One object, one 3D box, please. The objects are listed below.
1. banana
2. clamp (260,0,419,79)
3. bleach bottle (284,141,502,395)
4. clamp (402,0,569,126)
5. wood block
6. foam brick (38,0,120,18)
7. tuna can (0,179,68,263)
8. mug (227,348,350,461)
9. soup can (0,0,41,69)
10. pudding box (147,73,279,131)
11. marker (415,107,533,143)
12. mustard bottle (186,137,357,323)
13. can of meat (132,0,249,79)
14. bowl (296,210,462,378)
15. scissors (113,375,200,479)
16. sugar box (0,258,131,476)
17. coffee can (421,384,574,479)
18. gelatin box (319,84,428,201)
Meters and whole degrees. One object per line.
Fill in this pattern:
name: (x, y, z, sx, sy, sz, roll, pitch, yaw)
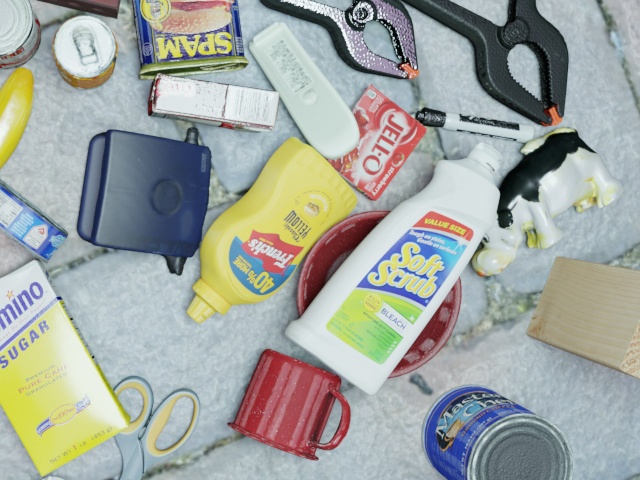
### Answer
banana: (-0.326, -0.075, 0.963, 0.197, 0.037, 0.069, -37, 101, -7)
clamp: (0.024, -0.215, 1.025, 0.120, 0.039, 0.171, -34, 101, 4)
bleach bottle: (0.079, 0.013, 0.979, 0.102, 0.068, 0.251, 37, 84, -11)
clamp: (0.175, -0.204, 1.056, 0.164, 0.036, 0.210, -22, 97, -5)
wood block: (0.287, 0.078, 1.006, 0.090, 0.206, 0.091, 21, 89, -12)
foam brick: (-0.218, -0.238, 0.968, 0.078, 0.053, 0.051, 11, 91, -11)
tuna can: (-0.268, -0.019, 0.953, 0.086, 0.086, 0.033, 40, 83, -11)
mug: (-0.021, 0.156, 1.001, 0.093, 0.117, 0.081, 30, 80, -51)
soup can: (-0.281, -0.188, 0.933, 0.068, 0.102, 0.068, -1, 93, -11)
pudding box: (-0.100, -0.125, 0.979, 0.113, 0.090, 0.039, 9, 93, -12)
marker: (0.153, -0.115, 1.065, 0.121, 0.020, 0.020, 8, 91, -12)
mustard bottle: (-0.056, 0.001, 1.004, 0.191, 0.058, 0.096, -48, 131, -4)
can of meat: (-0.122, -0.198, 0.988, 0.102, 0.057, 0.084, -7, 92, -11)
bowl: (0.052, 0.050, 1.035, 0.162, 0.055, 0.162, -1, 93, -11)
scissors: (-0.195, 0.215, 1.016, 0.096, 0.016, 0.201, 39, 85, -9)
sugar box: (-0.256, 0.114, 0.976, 0.093, 0.048, 0.176, -30, 94, -8)
coffee can: (0.166, 0.201, 1.023, 0.102, 0.140, 0.103, -1, 93, -11)
gelatin box: (0.050, -0.095, 1.038, 0.073, 0.030, 0.089, 37, 86, -8)
